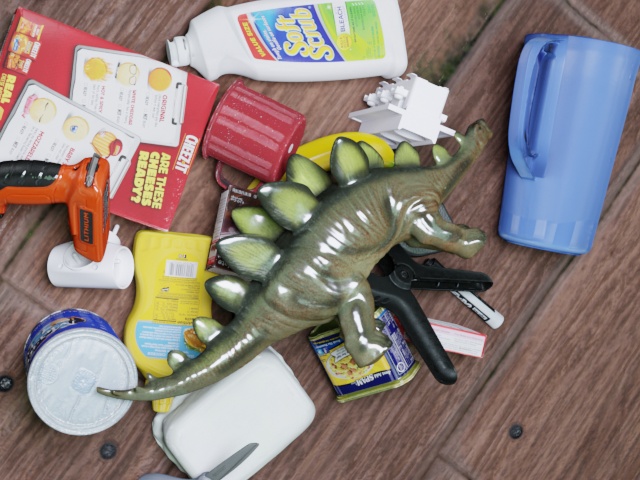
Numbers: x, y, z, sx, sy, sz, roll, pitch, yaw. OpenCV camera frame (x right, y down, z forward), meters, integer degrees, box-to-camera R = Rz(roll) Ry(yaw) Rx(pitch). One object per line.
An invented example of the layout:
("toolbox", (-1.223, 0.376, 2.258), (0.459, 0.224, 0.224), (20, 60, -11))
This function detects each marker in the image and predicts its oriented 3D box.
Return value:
("marker", (0.167, 0.061, 1.254), (0.121, 0.020, 0.020), (40, 83, -16))

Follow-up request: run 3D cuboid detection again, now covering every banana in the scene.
("banana", (-0.005, -0.077, 1.164), (0.198, 0.037, 0.069), (-16, 65, 3))

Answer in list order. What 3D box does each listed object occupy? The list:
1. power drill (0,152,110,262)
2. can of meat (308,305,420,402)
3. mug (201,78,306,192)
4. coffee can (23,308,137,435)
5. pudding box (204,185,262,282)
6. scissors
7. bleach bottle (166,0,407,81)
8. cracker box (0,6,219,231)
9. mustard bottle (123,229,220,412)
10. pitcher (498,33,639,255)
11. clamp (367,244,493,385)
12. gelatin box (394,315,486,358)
("power drill", (-0.300, -0.027, 1.033), (0.187, 0.057, 0.185), (6, 132, -6))
("can of meat", (0.046, 0.123, 1.183), (0.084, 0.102, 0.057), (63, 33, -10))
("mug", (-0.072, -0.100, 1.122), (0.081, 0.093, 0.117), (26, 110, 6))
("coffee can", (-0.244, 0.128, 1.071), (0.102, 0.140, 0.103), (-1, 95, -17))
("pudding box", (-0.057, 0.001, 1.120), (0.113, 0.039, 0.090), (15, 74, -18))
("scissors", (-0.139, 0.247, 1.117), (0.096, 0.016, 0.202), (29, 129, 1))
("bleach bottle", (-0.038, -0.209, 1.147), (0.250, 0.068, 0.102), (-10, 93, -14))
("cracker box", (-0.234, -0.120, 1.090), (0.213, 0.072, 0.164), (19, 91, -19))
("mustard bottle", (-0.159, 0.088, 1.136), (0.096, 0.058, 0.191), (6, 93, -18))
("pitcher", (0.270, -0.111, 1.213), (0.149, 0.145, 0.243), (10, 95, -3))
("clamp", (0.085, 0.054, 1.151), (0.210, 0.036, 0.164), (28, 46, -8))
("gelatin box", (0.134, 0.108, 1.219), (0.089, 0.073, 0.030), (13, 90, -18))
